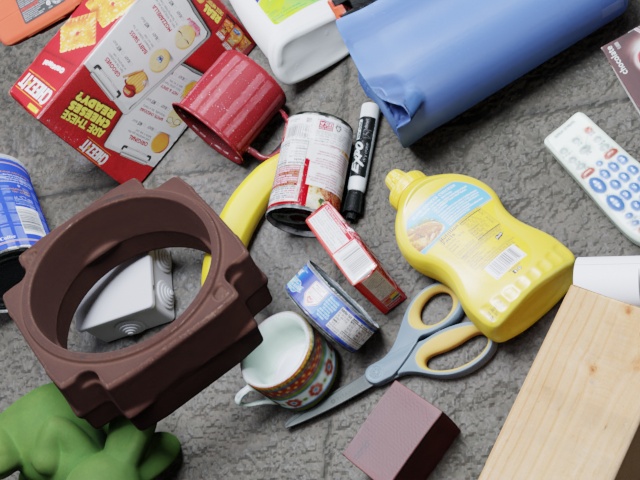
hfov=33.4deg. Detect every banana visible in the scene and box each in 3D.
[{"bbox_3d":[-0.075,0.003,1.034,0.070,0.037,0.197,7,71,14],"label":"banana"}]

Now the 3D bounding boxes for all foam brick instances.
[{"bbox_3d":[0.067,0.164,0.873,0.053,0.051,0.078,34,85,36],"label":"foam brick"}]

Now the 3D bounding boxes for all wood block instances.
[{"bbox_3d":[0.192,0.151,0.791,0.090,0.090,0.206,21,78,33],"label":"wood block"}]

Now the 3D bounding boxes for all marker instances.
[{"bbox_3d":[0.039,-0.075,1.020,0.020,0.020,0.121,0,67,27],"label":"marker"}]

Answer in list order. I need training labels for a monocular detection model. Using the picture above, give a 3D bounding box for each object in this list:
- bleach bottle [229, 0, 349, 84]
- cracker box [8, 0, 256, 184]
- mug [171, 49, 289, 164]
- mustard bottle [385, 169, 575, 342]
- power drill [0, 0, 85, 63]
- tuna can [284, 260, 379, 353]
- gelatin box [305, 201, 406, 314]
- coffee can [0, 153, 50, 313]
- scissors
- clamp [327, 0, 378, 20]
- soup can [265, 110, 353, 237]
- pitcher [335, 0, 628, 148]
[{"bbox_3d":[-0.062,-0.271,1.133,0.102,0.068,0.251,-29,53,-12],"label":"bleach bottle"},{"bbox_3d":[-0.189,-0.181,1.100,0.213,0.164,0.072,-50,54,-2],"label":"cracker box"},{"bbox_3d":[-0.079,-0.129,1.073,0.117,0.093,0.081,39,82,4],"label":"mug"},{"bbox_3d":[0.121,-0.004,0.919,0.096,0.058,0.192,-40,55,-8],"label":"mustard bottle"},{"bbox_3d":[-0.275,-0.229,1.158,0.184,0.187,0.057,-29,81,13],"label":"power drill"},{"bbox_3d":[0.009,0.058,0.932,0.034,0.086,0.086,-46,55,3],"label":"tuna can"},{"bbox_3d":[0.032,0.015,0.948,0.030,0.073,0.089,-39,55,4],"label":"gelatin box"},{"bbox_3d":[-0.341,-0.009,1.134,0.103,0.102,0.140,-35,56,8],"label":"coffee can"},{"bbox_3d":[0.055,0.097,0.933,0.202,0.016,0.096,-17,59,20],"label":"scissors"},{"bbox_3d":[0.088,-0.263,1.034,0.171,0.120,0.039,-26,94,10],"label":"clamp"},{"bbox_3d":[-0.009,-0.063,1.009,0.069,0.068,0.102,0,66,27],"label":"soup can"},{"bbox_3d":[0.143,-0.202,0.970,0.243,0.145,0.149,-28,75,9],"label":"pitcher"}]
